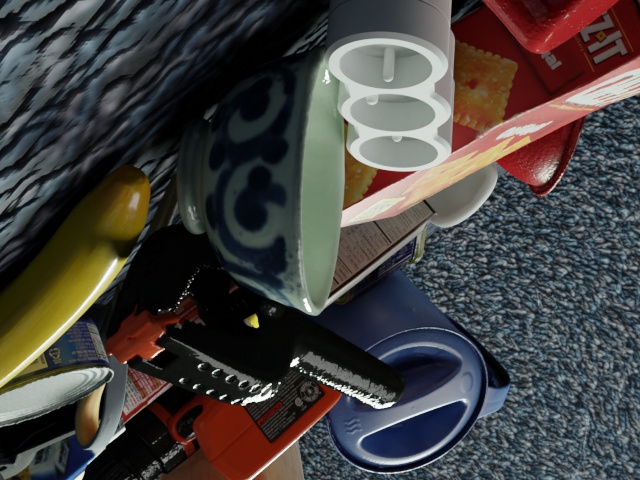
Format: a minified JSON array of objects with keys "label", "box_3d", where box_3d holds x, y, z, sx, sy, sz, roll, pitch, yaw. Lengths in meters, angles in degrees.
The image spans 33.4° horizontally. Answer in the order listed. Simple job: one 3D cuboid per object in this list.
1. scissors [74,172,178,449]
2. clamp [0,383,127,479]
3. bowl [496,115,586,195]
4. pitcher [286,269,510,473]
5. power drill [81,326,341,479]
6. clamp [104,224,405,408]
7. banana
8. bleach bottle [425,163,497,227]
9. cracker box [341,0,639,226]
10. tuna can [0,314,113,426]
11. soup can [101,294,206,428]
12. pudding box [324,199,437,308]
[{"label":"scissors","box_3d":[-0.119,0.029,0.618,0.016,0.096,0.202,3,119,-32]},{"label":"clamp","box_3d":[-0.221,0.132,0.700,0.172,0.039,0.120,-35,147,29]},{"label":"bowl","box_3d":[0.155,-0.117,0.807,0.162,0.055,0.162,-172,-89,-85]},{"label":"pitcher","box_3d":[0.042,0.075,0.909,0.145,0.149,0.243,-35,-148,0]},{"label":"power drill","box_3d":[-0.078,0.124,0.747,0.184,0.057,0.188,-42,-169,-23]},{"label":"clamp","box_3d":[-0.042,0.023,0.535,0.036,0.164,0.209,-39,163,21]},{"label":"banana","box_3d":[-0.143,0.036,0.498,0.198,0.037,0.069,-39,174,9]},{"label":"bleach bottle","box_3d":[0.110,-0.064,0.922,0.068,0.102,0.250,-45,172,11]},{"label":"cracker box","box_3d":[0.095,-0.082,0.630,0.214,0.072,0.164,-26,175,23]},{"label":"tuna can","box_3d":[-0.158,0.071,0.579,0.086,0.034,0.086,-21,165,-6]},{"label":"soup can","box_3d":[-0.124,0.077,0.768,0.102,0.068,0.069,-37,174,-19]},{"label":"pudding box","box_3d":[0.014,-0.017,0.775,0.113,0.090,0.039,-37,173,-19]}]
